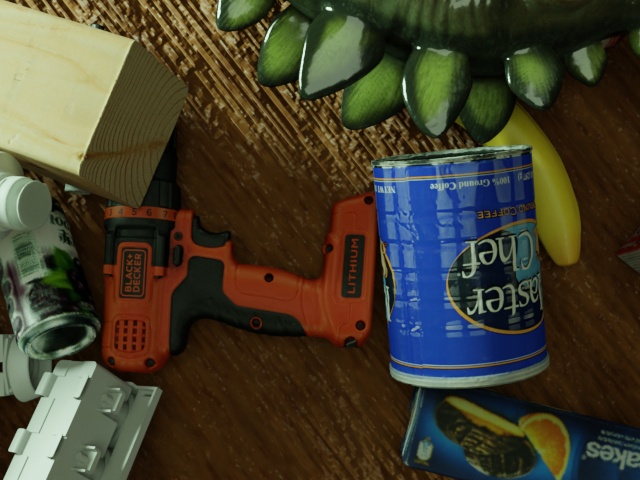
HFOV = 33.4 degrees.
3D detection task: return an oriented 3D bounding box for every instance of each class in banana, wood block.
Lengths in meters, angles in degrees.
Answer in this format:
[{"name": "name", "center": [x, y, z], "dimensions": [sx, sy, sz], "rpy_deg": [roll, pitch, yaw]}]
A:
[{"name": "banana", "center": [0.116, -0.068, 0.738], "dimensions": [0.198, 0.037, 0.070], "rpy_deg": [40, 105, 6]}, {"name": "wood block", "center": [-0.206, -0.101, 0.695], "dimensions": [0.206, 0.090, 0.090], "rpy_deg": [20, 83, 18]}]

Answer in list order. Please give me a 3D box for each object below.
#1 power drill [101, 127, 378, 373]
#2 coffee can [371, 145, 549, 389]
[{"name": "power drill", "center": [-0.055, 0.001, 0.726], "dimensions": [0.187, 0.057, 0.184], "rpy_deg": [2, 85, 4]}, {"name": "coffee can", "center": [0.089, 0.014, 0.683], "dimensions": [0.103, 0.103, 0.140], "rpy_deg": [-6, 97, 1]}]
